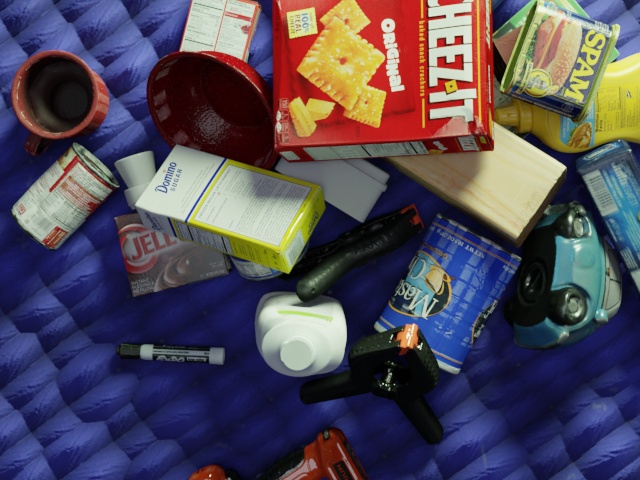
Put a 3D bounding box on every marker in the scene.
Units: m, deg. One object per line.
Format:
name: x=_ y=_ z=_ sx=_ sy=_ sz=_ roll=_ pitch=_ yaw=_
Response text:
marker: x=-0.168 y=0.126 z=1.190 sx=0.121 sy=0.020 sz=0.020 roll=3 pitch=92 yaw=2

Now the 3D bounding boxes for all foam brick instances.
foam brick: x=0.208 y=-0.194 z=1.116 sx=0.051 sy=0.078 sz=0.053 roll=-29 pitch=94 yaw=1

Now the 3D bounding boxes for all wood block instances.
wood block: x=0.144 y=-0.088 z=1.111 sx=0.206 sy=0.090 sz=0.090 roll=35 pitch=92 yaw=14

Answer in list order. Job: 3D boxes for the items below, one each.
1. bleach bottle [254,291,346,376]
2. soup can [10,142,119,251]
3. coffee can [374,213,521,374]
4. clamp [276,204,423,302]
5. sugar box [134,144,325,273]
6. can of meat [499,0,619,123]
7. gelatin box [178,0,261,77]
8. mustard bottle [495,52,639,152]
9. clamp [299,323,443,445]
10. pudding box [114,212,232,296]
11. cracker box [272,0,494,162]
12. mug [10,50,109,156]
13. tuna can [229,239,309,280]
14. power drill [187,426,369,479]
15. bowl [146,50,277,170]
bleach bottle: x=-0.025 y=0.096 z=1.067 sx=0.102 sy=0.251 sz=0.068 roll=3 pitch=92 yaw=2
soup can: x=-0.278 y=-0.047 z=1.163 sx=0.068 sy=0.068 sz=0.102 roll=45 pitch=94 yaw=0
coffee can: x=0.135 y=0.056 z=1.133 sx=0.103 sy=0.103 sz=0.140 roll=29 pitch=93 yaw=1
clamp: x=0.033 y=0.014 z=1.132 sx=0.171 sy=0.120 sz=0.039 roll=-27 pitch=112 yaw=0
sugar box: x=-0.094 y=-0.035 z=1.112 sx=0.176 sy=0.048 sz=0.093 roll=16 pitch=58 yaw=23
can of meat: x=0.234 y=-0.177 z=1.051 sx=0.084 sy=0.057 sz=0.102 roll=20 pitch=96 yaw=-2
gelatin box: x=-0.111 y=-0.224 z=1.168 sx=0.073 sy=0.030 sz=0.089 roll=15 pitch=93 yaw=3
mustard bottle: x=0.281 y=-0.143 z=1.130 sx=0.191 sy=0.058 sz=0.096 roll=-7 pitch=114 yaw=-3
clamp: x=0.078 y=0.150 z=1.111 sx=0.164 sy=0.210 sz=0.036 roll=21 pitch=56 yaw=-5
pudding box: x=-0.161 y=0.006 z=1.174 sx=0.113 sy=0.039 sz=0.090 roll=-14 pitch=91 yaw=2
cracker box: x=0.060 y=-0.168 z=1.053 sx=0.214 sy=0.072 sz=0.164 roll=-2 pitch=82 yaw=15
mug: x=-0.281 y=-0.143 z=1.152 sx=0.093 sy=0.081 sz=0.117 roll=28 pitch=93 yaw=1
tuna can: x=-0.058 y=0.001 z=1.145 sx=0.086 sy=0.086 sz=0.033 roll=-25 pitch=126 yaw=3
power drill: x=-0.032 y=0.304 z=1.173 sx=0.187 sy=0.057 sz=0.184 roll=-28 pitch=91 yaw=3
bowl: x=-0.103 y=-0.142 z=1.134 sx=0.162 sy=0.162 sz=0.055 roll=36 pitch=50 yaw=0
